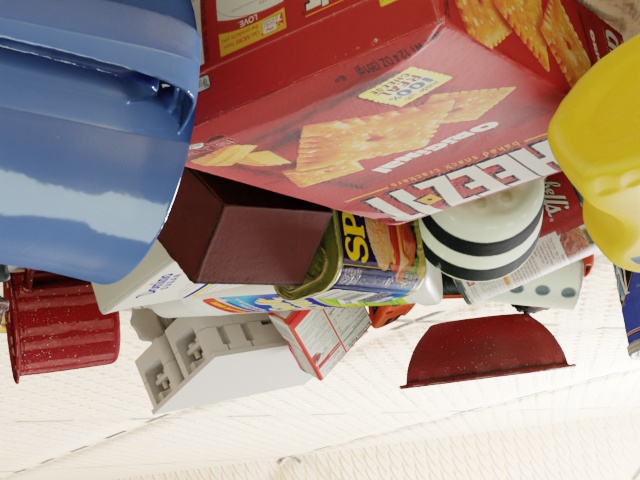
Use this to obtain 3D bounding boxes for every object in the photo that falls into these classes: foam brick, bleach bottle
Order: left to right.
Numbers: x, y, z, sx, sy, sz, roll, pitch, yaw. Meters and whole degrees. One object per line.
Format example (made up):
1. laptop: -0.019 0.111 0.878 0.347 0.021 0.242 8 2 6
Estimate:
1. foam brick: -0.043 -0.009 0.593 0.078 0.053 0.051 4 121 -40
2. bleach bottle: -0.035 0.027 0.843 0.251 0.068 0.102 -8 164 13

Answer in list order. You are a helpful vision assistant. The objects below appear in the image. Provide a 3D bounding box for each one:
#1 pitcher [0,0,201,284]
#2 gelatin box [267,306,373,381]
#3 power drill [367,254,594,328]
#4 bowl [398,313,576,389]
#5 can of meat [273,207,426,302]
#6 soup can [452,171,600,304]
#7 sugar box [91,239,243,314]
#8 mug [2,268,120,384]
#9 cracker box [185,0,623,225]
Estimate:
1. pitcher: -0.168 -0.064 0.368 0.242 0.145 0.149 9 127 -34
2. gelatin box: 0.001 0.067 0.915 0.030 0.073 0.089 26 155 38
3. power drill: 0.137 0.040 0.962 0.187 0.057 0.184 -7 164 -4
4. bowl: 0.148 0.099 0.974 0.162 0.055 0.162 -6 172 -1
5. can of meat: 0.015 -0.012 0.656 0.058 0.102 0.083 -21 160 41
6. soup can: 0.138 -0.004 0.748 0.102 0.068 0.068 -24 160 11
7. sugar box: -0.055 0.001 0.697 0.175 0.048 0.094 -6 161 -44
8. mug: -0.205 0.053 0.845 0.081 0.093 0.117 -5 128 -20
9. cracker box: 0.037 -0.071 0.513 0.164 0.072 0.213 -17 161 33
